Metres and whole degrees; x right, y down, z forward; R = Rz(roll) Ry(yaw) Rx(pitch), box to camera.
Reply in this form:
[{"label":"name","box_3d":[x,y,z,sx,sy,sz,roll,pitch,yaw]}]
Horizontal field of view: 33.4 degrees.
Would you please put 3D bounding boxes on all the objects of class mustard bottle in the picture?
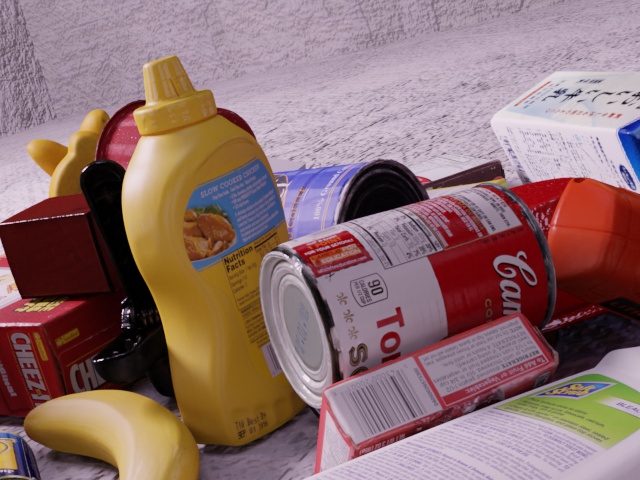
[{"label":"mustard bottle","box_3d":[-0.054,0.001,0.546,0.058,0.191,0.096,-5,17,37]}]

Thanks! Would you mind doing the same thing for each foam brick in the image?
[{"label":"foam brick","box_3d":[-0.146,0.002,0.648,0.078,0.051,0.052,-5,19,32]}]

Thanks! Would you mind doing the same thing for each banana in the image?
[{"label":"banana","box_3d":[-0.101,0.102,0.522,0.069,0.037,0.198,-18,14,-19]}]

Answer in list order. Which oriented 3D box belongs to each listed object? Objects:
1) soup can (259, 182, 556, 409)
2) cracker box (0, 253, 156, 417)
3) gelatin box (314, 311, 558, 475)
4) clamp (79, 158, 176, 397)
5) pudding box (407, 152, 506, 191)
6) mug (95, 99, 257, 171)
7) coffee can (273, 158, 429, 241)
[{"label":"soup can","box_3d":[0.034,0.021,0.435,0.102,0.068,0.069,-17,13,-22]},{"label":"cracker box","box_3d":[-0.189,0.056,0.734,0.214,0.072,0.163,-3,19,38]},{"label":"gelatin box","box_3d":[0.043,0.072,0.416,0.089,0.073,0.030,-19,55,-18]},{"label":"clamp","box_3d":[-0.092,0.048,0.587,0.039,0.171,0.120,-9,56,10]},{"label":"pudding box","box_3d":[0.084,-0.038,0.879,0.113,0.039,0.090,-18,13,-17]},{"label":"mug","box_3d":[-0.089,-0.047,0.754,0.082,0.117,0.093,6,67,41]},{"label":"coffee can","box_3d":[-0.012,0.006,0.670,0.141,0.103,0.102,-3,18,40]}]
